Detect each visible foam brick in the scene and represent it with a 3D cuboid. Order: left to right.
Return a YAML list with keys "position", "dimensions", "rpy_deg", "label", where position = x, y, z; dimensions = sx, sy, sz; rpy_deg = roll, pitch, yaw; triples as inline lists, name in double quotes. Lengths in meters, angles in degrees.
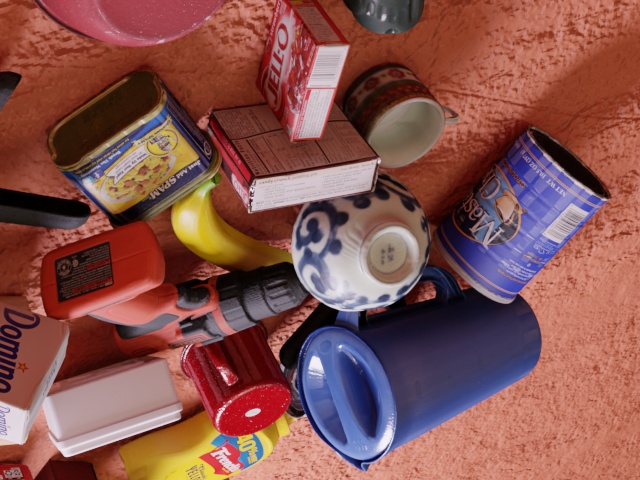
- position: [-0.262, 0.267, 1.075]
  dimensions: [0.052, 0.051, 0.078]
  rpy_deg: [15, 123, -44]
  label: "foam brick"

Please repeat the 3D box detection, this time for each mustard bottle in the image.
- position: [-0.108, 0.213, 1.115]
  dimensions: [0.191, 0.058, 0.096]
  rpy_deg: [-23, 136, -11]
  label: "mustard bottle"

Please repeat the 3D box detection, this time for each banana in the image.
- position: [-0.074, 0.000, 0.908]
  dimensions: [0.070, 0.037, 0.197]
  rpy_deg: [-3, 156, 24]
  label: "banana"

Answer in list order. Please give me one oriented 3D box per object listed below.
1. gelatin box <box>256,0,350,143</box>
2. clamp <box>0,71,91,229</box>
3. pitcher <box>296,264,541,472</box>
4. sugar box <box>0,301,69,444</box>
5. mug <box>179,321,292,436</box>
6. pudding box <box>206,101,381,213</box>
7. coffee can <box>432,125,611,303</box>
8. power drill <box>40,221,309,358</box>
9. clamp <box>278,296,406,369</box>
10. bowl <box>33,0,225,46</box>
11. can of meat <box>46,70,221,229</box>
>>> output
- position: [-0.016, -0.129, 0.792]
  dimensions: [0.030, 0.073, 0.089]
  rpy_deg: [-7, 136, -27]
  label: "gelatin box"
- position: [-0.255, -0.047, 0.731]
  dimensions: [0.171, 0.039, 0.120]
  rpy_deg: [-12, 113, 0]
  label: "clamp"
- position: [0.106, 0.109, 1.049]
  dimensions: [0.242, 0.145, 0.149]
  rpy_deg: [-16, 154, -40]
  label: "pitcher"
- position: [-0.277, 0.073, 0.757]
  dimensions: [0.176, 0.093, 0.048]
  rpy_deg: [16, 128, -3]
  label: "sugar box"
- position: [-0.082, 0.127, 1.019]
  dimensions: [0.093, 0.081, 0.117]
  rpy_deg: [-29, 142, -3]
  label: "mug"
- position: [-0.022, -0.069, 0.838]
  dimensions: [0.113, 0.090, 0.039]
  rpy_deg: [-12, 137, -24]
  label: "pudding box"
- position: [0.190, -0.024, 1.020]
  dimensions: [0.102, 0.103, 0.140]
  rpy_deg: [17, 121, -44]
  label: "coffee can"
- position: [-0.119, 0.042, 0.861]
  dimensions: [0.185, 0.057, 0.187]
  rpy_deg: [-20, 157, 17]
  label: "power drill"
- position: [0.056, 0.035, 1.047]
  dimensions: [0.164, 0.036, 0.210]
  rpy_deg: [-8, 134, -41]
  label: "clamp"
- position: [-0.110, -0.182, 0.686]
  dimensions: [0.162, 0.055, 0.162]
  rpy_deg: [-19, 141, -16]
  label: "bowl"
- position: [-0.138, -0.067, 0.791]
  dimensions: [0.102, 0.057, 0.084]
  rpy_deg: [-34, 140, 3]
  label: "can of meat"
